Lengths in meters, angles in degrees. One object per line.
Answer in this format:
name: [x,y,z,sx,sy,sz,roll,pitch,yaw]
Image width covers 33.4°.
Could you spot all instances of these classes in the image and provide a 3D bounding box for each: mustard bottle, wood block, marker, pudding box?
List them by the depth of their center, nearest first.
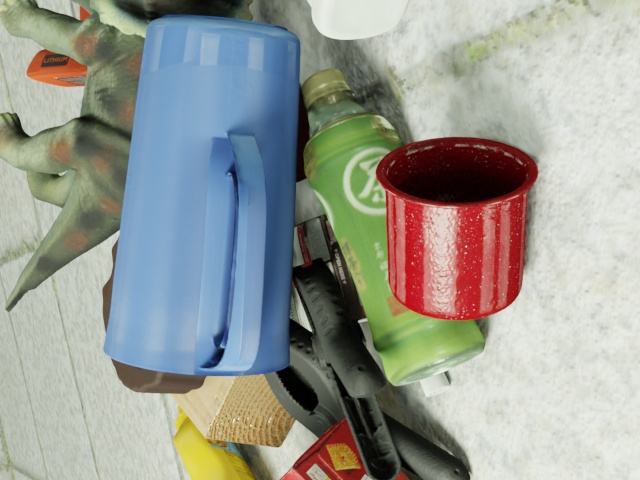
marker: [0.062,0.054,0.774,0.121,0.020,0.020,68,153,19]
pudding box: [0.005,0.027,0.853,0.114,0.039,0.090,-25,80,66]
wood block: [-0.102,0.095,0.996,0.206,0.090,0.090,39,107,47]
mustard bottle: [-0.108,0.241,1.129,0.096,0.058,0.192,42,-171,-49]

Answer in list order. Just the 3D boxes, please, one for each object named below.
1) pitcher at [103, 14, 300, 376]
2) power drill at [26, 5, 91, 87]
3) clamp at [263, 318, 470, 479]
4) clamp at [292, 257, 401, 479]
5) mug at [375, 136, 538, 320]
pitcher: [-0.073,-0.029,0.743,0.149,0.144,0.243,8,97,25]
power drill: [-0.234,-0.244,1.023,0.185,0.057,0.187,6,90,41]
clamp: [0.020,0.133,0.821,0.210,0.036,0.165,52,147,4]
clamp: [0.014,0.071,0.735,0.120,0.039,0.171,90,159,-54]
mug: [0.079,-0.012,0.643,0.117,0.093,0.081,-98,4,-61]
